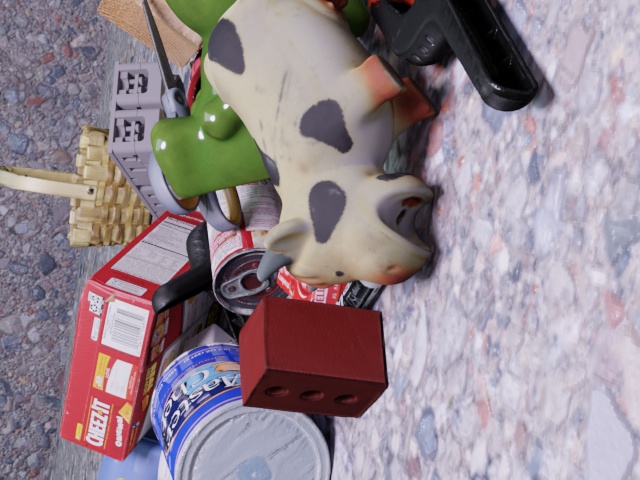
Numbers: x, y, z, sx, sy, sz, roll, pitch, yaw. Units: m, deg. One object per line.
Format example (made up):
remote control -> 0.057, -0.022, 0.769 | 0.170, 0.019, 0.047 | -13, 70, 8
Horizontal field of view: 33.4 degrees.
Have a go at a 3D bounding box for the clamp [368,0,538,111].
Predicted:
clamp -> 0.071, -0.152, 0.554 | 0.210, 0.036, 0.164 | -147, 64, -74

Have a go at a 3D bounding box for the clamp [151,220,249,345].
clamp -> -0.074, 0.041, 0.892 | 0.039, 0.120, 0.171 | -31, 22, 26

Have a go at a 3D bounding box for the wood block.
wood block -> -0.095, -0.264, 0.916 | 0.206, 0.090, 0.091 | -60, 14, -12

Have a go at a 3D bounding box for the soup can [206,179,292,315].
soup can -> -0.056, 0.001, 0.850 | 0.102, 0.068, 0.069 | -103, 26, -49

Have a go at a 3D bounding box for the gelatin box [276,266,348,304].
gelatin box -> -0.003, 0.007, 0.741 | 0.089, 0.030, 0.073 | -141, 59, -70

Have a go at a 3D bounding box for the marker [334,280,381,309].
marker -> 0.016, 0.046, 0.682 | 0.121, 0.020, 0.020 | 119, 153, -51

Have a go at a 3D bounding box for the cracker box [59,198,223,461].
cracker box -> -0.149, 0.070, 0.968 | 0.213, 0.072, 0.164 | -55, -18, -62

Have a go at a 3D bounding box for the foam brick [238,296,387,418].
foam brick -> -0.006, 0.071, 0.646 | 0.053, 0.078, 0.051 | 122, 151, -54

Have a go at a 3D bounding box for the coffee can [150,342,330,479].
coffee can -> -0.061, 0.139, 0.754 | 0.140, 0.102, 0.103 | -146, 64, -71

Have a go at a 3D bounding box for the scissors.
scissors -> -0.117, -0.096, 0.800 | 0.016, 0.096, 0.202 | -28, 85, 28
